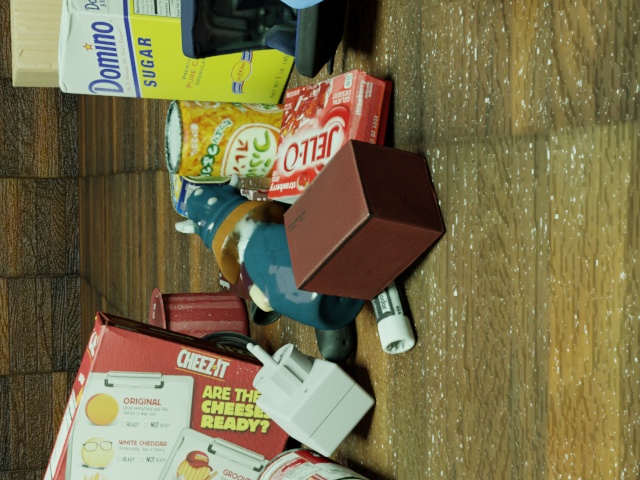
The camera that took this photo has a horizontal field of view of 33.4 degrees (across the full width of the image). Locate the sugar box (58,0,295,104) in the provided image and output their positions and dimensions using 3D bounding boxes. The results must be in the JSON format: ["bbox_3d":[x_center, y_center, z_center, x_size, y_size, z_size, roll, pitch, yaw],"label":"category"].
[{"bbox_3d":[-0.110,-0.150,0.821,0.093,0.176,0.048,115,149,-54],"label":"sugar box"}]

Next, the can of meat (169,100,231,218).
[{"bbox_3d":[-0.121,-0.083,1.062,0.084,0.057,0.102,117,148,-61],"label":"can of meat"}]

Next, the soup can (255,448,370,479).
[{"bbox_3d":[0.001,0.172,0.670,0.102,0.068,0.068,175,94,-72],"label":"soup can"}]

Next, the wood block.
[{"bbox_3d":[-0.180,-0.192,0.992,0.090,0.205,0.091,174,95,-73],"label":"wood block"}]

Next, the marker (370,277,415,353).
[{"bbox_3d":[0.033,0.011,0.638,0.020,0.020,0.121,112,151,-52],"label":"marker"}]

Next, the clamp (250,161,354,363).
[{"bbox_3d":[-0.015,-0.005,0.745,0.120,0.039,0.171,2,90,53],"label":"clamp"}]

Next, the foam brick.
[{"bbox_3d":[0.022,-0.010,0.590,0.078,0.051,0.053,-47,44,44],"label":"foam brick"}]

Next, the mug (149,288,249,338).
[{"bbox_3d":[-0.116,0.102,1.013,0.093,0.081,0.117,-147,58,-69],"label":"mug"}]

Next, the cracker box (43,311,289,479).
[{"bbox_3d":[-0.124,0.179,0.823,0.072,0.164,0.214,-156,84,-72],"label":"cracker box"}]

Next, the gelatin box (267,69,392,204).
[{"bbox_3d":[0.005,-0.061,0.657,0.089,0.030,0.073,-2,77,59],"label":"gelatin box"}]
